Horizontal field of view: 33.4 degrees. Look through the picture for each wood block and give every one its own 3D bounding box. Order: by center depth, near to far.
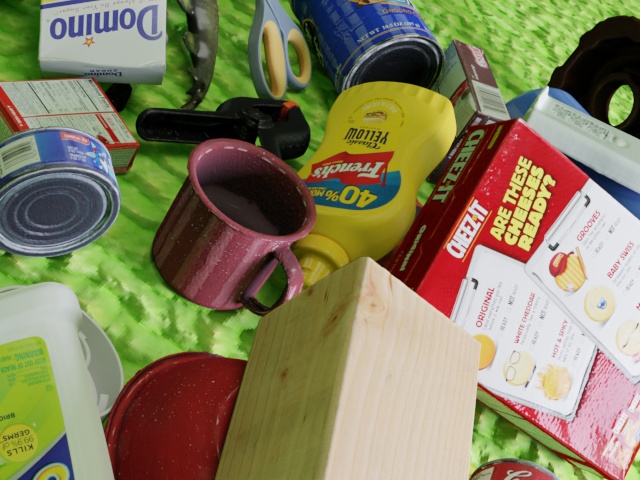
[{"bbox_3d":[0.007,0.123,0.502,0.090,0.090,0.206,36,43,-24],"label":"wood block"}]

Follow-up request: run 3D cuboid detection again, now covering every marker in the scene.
[{"bbox_3d":[-0.147,-0.136,0.847,0.020,0.020,0.121,29,36,-9],"label":"marker"}]

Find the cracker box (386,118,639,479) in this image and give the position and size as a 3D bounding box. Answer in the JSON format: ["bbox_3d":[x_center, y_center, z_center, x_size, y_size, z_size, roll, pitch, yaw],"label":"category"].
[{"bbox_3d":[0.156,0.043,0.745,0.213,0.072,0.164,35,78,-20],"label":"cracker box"}]

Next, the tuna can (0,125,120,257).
[{"bbox_3d":[-0.166,-0.028,0.651,0.085,0.086,0.034,5,47,-35],"label":"tuna can"}]

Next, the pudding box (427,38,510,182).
[{"bbox_3d":[0.125,-0.117,0.986,0.039,0.090,0.113,16,40,-22],"label":"pudding box"}]

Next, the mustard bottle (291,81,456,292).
[{"bbox_3d":[0.025,-0.035,0.774,0.096,0.058,0.191,10,51,24],"label":"mustard bottle"}]

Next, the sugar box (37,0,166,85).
[{"bbox_3d":[-0.161,-0.208,0.798,0.093,0.048,0.176,1,78,-11],"label":"sugar box"}]

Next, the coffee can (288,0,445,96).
[{"bbox_3d":[0.041,-0.196,0.998,0.102,0.103,0.140,4,46,-36],"label":"coffee can"}]

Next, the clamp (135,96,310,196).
[{"bbox_3d":[-0.065,-0.085,0.828,0.120,0.039,0.171,28,21,3],"label":"clamp"}]

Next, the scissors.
[{"bbox_3d":[-0.040,-0.218,0.939,0.096,0.016,0.202,6,80,-59],"label":"scissors"}]

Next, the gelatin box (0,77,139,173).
[{"bbox_3d":[-0.181,-0.078,0.745,0.089,0.030,0.073,-11,55,-46],"label":"gelatin box"}]

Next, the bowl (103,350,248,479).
[{"bbox_3d":[-0.035,0.125,0.575,0.161,0.055,0.162,27,46,-32],"label":"bowl"}]

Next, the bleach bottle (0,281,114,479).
[{"bbox_3d":[-0.122,0.150,0.464,0.102,0.068,0.251,-17,73,-14],"label":"bleach bottle"}]

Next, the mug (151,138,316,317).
[{"bbox_3d":[-0.055,0.001,0.712,0.093,0.082,0.117,-18,61,-48],"label":"mug"}]
